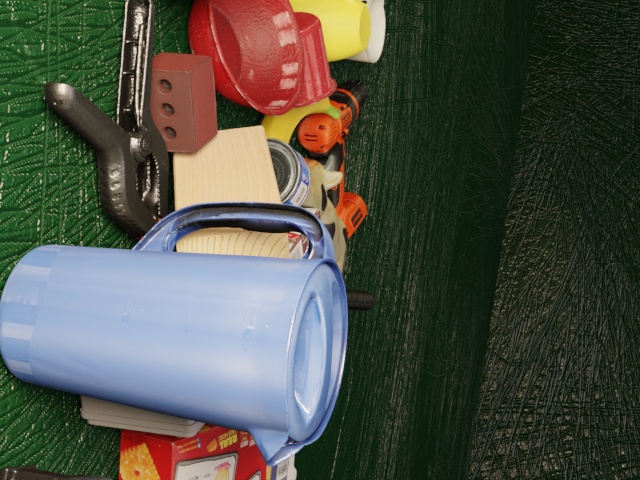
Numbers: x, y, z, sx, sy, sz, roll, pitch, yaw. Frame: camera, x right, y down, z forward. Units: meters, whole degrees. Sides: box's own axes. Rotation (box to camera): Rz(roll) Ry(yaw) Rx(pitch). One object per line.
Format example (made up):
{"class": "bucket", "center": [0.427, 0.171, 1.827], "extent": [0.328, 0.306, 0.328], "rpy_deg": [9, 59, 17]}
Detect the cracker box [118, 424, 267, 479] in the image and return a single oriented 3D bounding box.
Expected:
{"class": "cracker box", "center": [-0.126, 0.274, 1.047], "extent": [0.163, 0.072, 0.214], "rpy_deg": [-9, 106, -59]}

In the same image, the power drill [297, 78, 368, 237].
{"class": "power drill", "center": [0.024, -0.109, 1.432], "extent": [0.184, 0.057, 0.188], "rpy_deg": [-49, 139, -54]}

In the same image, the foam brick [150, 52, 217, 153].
{"class": "foam brick", "center": [-0.128, -0.125, 0.965], "extent": [0.051, 0.053, 0.078], "rpy_deg": [-51, 143, -58]}

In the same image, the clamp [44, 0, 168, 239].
{"class": "clamp", "center": [-0.167, -0.081, 0.888], "extent": [0.164, 0.036, 0.210], "rpy_deg": [-58, 150, -53]}

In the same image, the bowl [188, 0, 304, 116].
{"class": "bowl", "center": [-0.080, -0.195, 1.042], "extent": [0.161, 0.055, 0.162], "rpy_deg": [28, 57, -54]}

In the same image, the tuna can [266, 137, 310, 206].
{"class": "tuna can", "center": [-0.056, -0.067, 1.152], "extent": [0.033, 0.086, 0.086], "rpy_deg": [39, 59, -67]}

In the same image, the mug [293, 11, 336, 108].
{"class": "mug", "center": [-0.036, -0.206, 1.183], "extent": [0.117, 0.093, 0.081], "rpy_deg": [-113, -169, -59]}

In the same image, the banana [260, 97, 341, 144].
{"class": "banana", "center": [-0.033, -0.136, 1.245], "extent": [0.069, 0.037, 0.197], "rpy_deg": [48, 42, -7]}

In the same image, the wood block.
{"class": "wood block", "center": [-0.081, -0.018, 0.951], "extent": [0.206, 0.090, 0.090], "rpy_deg": [-106, -169, -60]}

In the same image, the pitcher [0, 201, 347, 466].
{"class": "pitcher", "center": [-0.106, 0.057, 0.788], "extent": [0.149, 0.243, 0.145], "rpy_deg": [-53, 145, -57]}
